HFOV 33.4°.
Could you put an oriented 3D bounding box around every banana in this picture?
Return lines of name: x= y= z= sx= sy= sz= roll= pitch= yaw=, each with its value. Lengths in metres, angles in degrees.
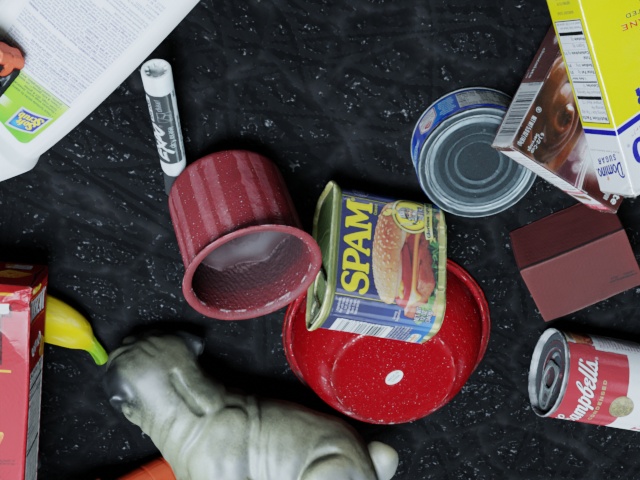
banana: x=-0.255 y=0.060 z=0.785 sx=0.197 sy=0.037 sz=0.070 roll=7 pitch=119 yaw=-6

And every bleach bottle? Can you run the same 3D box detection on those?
bleach bottle: x=-0.176 y=-0.121 z=0.665 sx=0.251 sy=0.068 sz=0.102 roll=-39 pitch=112 yaw=22

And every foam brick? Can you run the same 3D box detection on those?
foam brick: x=0.183 y=0.012 z=0.767 sx=0.078 sy=0.051 sz=0.053 roll=-23 pitch=121 yaw=11

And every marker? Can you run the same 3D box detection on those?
marker: x=-0.100 y=-0.069 z=0.702 sx=0.020 sy=0.020 sz=0.121 roll=-3 pitch=143 yaw=-1

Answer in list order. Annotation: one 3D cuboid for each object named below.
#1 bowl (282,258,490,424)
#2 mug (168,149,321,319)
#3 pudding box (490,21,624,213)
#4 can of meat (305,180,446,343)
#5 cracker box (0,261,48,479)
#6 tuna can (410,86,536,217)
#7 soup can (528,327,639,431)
bowl: x=0.052 y=0.085 z=0.803 sx=0.162 sy=0.055 sz=0.162 roll=-1 pitch=122 yaw=-2
mug: x=-0.055 y=0.001 z=0.724 sx=0.093 sy=0.081 sz=0.117 roll=-13 pitch=141 yaw=-10
pudding box: x=0.174 y=-0.088 z=0.689 sx=0.090 sy=0.039 sz=0.113 roll=29 pitch=90 yaw=-18
can of meat: x=0.039 y=0.017 z=0.736 sx=0.084 sy=0.102 sz=0.057 roll=10 pitch=153 yaw=-12
cracker box: x=-0.279 y=0.121 z=0.734 sx=0.164 sy=0.072 sz=0.214 roll=4 pitch=101 yaw=-7
tuna can: x=0.106 y=-0.059 z=0.730 sx=0.086 sy=0.034 sz=0.086 roll=-1 pitch=121 yaw=-2
soup can: x=0.220 y=0.109 z=0.818 sx=0.102 sy=0.068 sz=0.069 roll=11 pitch=120 yaw=-10
